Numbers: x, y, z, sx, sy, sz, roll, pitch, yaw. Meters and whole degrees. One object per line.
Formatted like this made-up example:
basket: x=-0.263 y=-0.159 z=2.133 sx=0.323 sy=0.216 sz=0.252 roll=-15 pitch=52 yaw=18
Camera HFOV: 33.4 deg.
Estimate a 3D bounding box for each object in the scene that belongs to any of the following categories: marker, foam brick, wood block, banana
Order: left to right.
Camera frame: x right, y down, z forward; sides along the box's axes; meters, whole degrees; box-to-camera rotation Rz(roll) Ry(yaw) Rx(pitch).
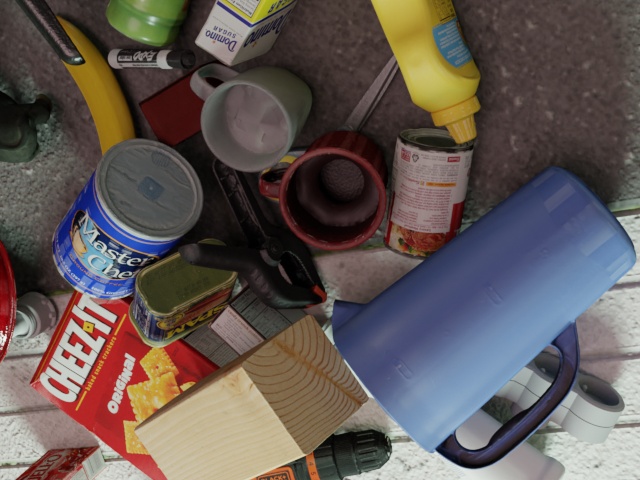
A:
banana: x=-0.219 y=-0.129 z=1.048 sx=0.070 sy=0.037 sz=0.198 roll=-8 pitch=105 yaw=23
marker: x=-0.157 y=-0.169 z=0.993 sx=0.121 sy=0.020 sz=0.020 roll=10 pitch=114 yaw=45
foam brick: x=-0.119 y=-0.128 z=1.001 sx=0.078 sy=0.053 sz=0.051 roll=-26 pitch=97 yaw=28
wood block: x=-0.066 y=0.153 z=0.935 sx=0.091 sy=0.090 sz=0.207 roll=55 pitch=138 yaw=1

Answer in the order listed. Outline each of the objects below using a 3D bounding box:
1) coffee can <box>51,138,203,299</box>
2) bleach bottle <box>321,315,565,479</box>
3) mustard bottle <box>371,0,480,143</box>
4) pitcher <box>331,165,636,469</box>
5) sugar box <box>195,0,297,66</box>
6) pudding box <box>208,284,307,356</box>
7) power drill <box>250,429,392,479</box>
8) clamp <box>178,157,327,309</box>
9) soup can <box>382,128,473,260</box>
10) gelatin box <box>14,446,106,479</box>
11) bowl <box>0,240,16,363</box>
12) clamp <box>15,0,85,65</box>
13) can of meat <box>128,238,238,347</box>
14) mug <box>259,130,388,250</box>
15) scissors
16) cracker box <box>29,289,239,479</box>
coffee can: x=-0.185 y=-0.018 z=1.011 sx=0.103 sy=0.102 sz=0.141 roll=48 pitch=140 yaw=0
bleach bottle: x=0.101 y=0.156 z=0.988 sx=0.251 sy=0.102 sz=0.068 roll=38 pitch=79 yaw=6
mustard bottle: x=0.086 y=-0.171 z=0.881 sx=0.058 sy=0.096 sz=0.191 roll=-19 pitch=100 yaw=25
pitcher: x=0.144 y=0.061 z=0.885 sx=0.243 sy=0.145 sz=0.149 roll=-40 pitch=124 yaw=4
sugar box: x=-0.035 y=-0.237 z=0.908 sx=0.048 sy=0.093 sz=0.176 roll=34 pitch=117 yaw=8
pudding box: x=-0.042 y=0.093 z=1.026 sx=0.113 sy=0.090 sz=0.039 roll=42 pitch=117 yaw=3
power drill: x=-0.001 y=0.285 z=1.086 sx=0.184 sy=0.057 sz=0.187 roll=-12 pitch=105 yaw=10
clamp: x=-0.057 y=0.001 z=0.999 sx=0.039 sy=0.120 sz=0.171 roll=-12 pitch=144 yaw=41
soup can: x=0.095 y=-0.042 z=0.939 sx=0.068 sy=0.068 sz=0.102 roll=13 pitch=111 yaw=17
gelatin box: x=-0.293 y=0.262 z=1.181 sx=0.073 sy=0.089 sz=0.030 roll=-9 pitch=104 yaw=24
bowl: x=-0.385 y=0.064 z=1.130 sx=0.162 sy=0.055 sz=0.162 roll=0 pitch=90 yaw=46
clamp: x=-0.276 y=-0.274 z=0.964 sx=0.210 sy=0.036 sz=0.164 roll=26 pitch=85 yaw=-7
can of meat: x=-0.130 y=0.048 z=1.021 sx=0.057 sy=0.102 sz=0.084 roll=56 pitch=158 yaw=14
mug: x=0.004 y=-0.049 z=0.943 sx=0.117 sy=0.081 sz=0.093 roll=1 pitch=111 yaw=10
scissors: x=0.003 y=-0.097 z=0.984 sx=0.096 sy=0.016 sz=0.202 roll=24 pitch=115 yaw=12
cracker box: x=-0.178 y=0.143 z=1.106 sx=0.214 sy=0.072 sz=0.164 roll=35 pitch=116 yaw=8
